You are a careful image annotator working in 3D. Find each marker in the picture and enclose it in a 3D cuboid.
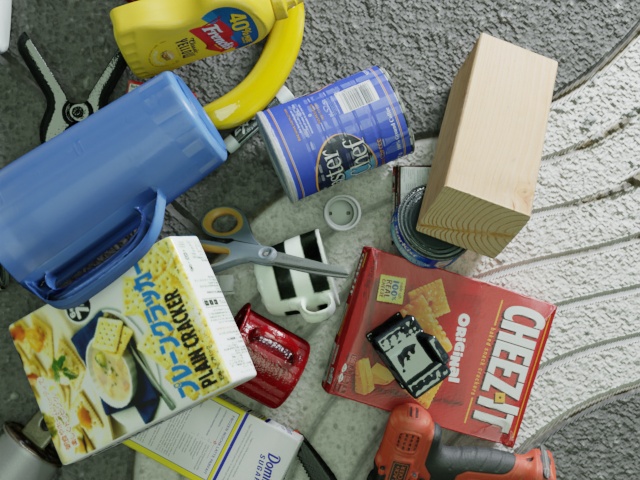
[{"bbox_3d":[-0.079,-0.121,1.159,0.121,0.020,0.020,-42,94,-3],"label":"marker"}]

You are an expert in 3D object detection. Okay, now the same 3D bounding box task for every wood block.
[{"bbox_3d":[0.173,-0.099,1.097,0.090,0.090,0.206,20,58,-5],"label":"wood block"}]

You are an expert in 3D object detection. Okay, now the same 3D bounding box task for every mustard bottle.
[{"bbox_3d":[-0.110,-0.225,1.088,0.191,0.096,0.058,-17,66,2],"label":"mustard bottle"}]

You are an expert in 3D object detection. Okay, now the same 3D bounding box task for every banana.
[{"bbox_3d":[-0.067,-0.184,1.140,0.069,0.037,0.197,44,76,-19],"label":"banana"}]

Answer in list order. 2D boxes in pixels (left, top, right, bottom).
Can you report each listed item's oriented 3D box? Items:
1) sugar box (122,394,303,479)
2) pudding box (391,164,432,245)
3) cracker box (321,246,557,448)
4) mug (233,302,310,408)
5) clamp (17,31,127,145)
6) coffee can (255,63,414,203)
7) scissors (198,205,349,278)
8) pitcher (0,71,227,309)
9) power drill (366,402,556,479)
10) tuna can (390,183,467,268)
[{"bbox_3d":[-0.116,0.210,1.133,0.176,0.048,0.093,28,89,4],"label":"sugar box"},{"bbox_3d":[0.135,-0.038,1.167,0.113,0.039,0.090,1,90,-6],"label":"pudding box"},{"bbox_3d":[0.126,0.114,1.151,0.213,0.072,0.164,17,90,-5],"label":"cracker box"},{"bbox_3d":[-0.059,0.120,1.119,0.081,0.117,0.093,30,56,-9],"label":"mug"},{"bbox_3d":[-0.268,-0.142,1.132,0.120,0.039,0.171,8,90,-6],"label":"clamp"},{"bbox_3d":[0.015,-0.112,1.124,0.140,0.103,0.103,-23,92,-4],"label":"coffee can"},{"bbox_3d":[-0.057,0.001,1.111,0.202,0.016,0.096,-1,51,20],"label":"scissors"},{"bbox_3d":[-0.213,-0.053,1.059,0.243,0.145,0.149,-33,104,3],"label":"pitcher"},{"bbox_3d":[0.142,0.267,1.129,0.187,0.057,0.184,12,121,-2],"label":"power drill"},{"bbox_3d":[0.117,-0.014,1.114,0.086,0.034,0.086,4,69,-11],"label":"tuna can"}]
